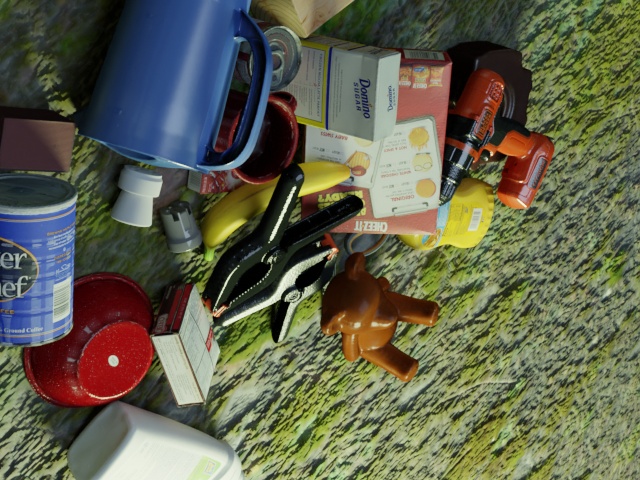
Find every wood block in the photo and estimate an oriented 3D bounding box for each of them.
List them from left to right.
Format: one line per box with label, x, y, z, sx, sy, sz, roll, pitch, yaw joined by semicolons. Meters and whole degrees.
wood block;0.015;-0.320;1.155;0.205;0.090;0.091;-42;132;-20

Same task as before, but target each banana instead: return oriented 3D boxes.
banana;-0.061;-0.046;1.205;0.198;0.037;0.069;-29;157;5

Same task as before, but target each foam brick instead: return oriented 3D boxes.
foam brick;-0.280;-0.096;1.011;0.078;0.053;0.051;0;109;-43

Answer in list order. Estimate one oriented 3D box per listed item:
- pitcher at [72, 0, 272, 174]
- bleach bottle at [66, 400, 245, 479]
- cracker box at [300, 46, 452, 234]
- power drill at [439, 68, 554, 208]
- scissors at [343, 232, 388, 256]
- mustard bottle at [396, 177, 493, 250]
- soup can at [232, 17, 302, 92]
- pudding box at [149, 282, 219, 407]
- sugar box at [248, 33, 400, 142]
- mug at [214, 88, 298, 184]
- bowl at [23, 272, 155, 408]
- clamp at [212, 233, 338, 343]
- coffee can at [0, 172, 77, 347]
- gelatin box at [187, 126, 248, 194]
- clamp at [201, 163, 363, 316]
pitcher;-0.129;-0.189;1.038;0.149;0.145;0.243;17;92;-28
bleach bottle;-0.178;0.268;1.272;0.102;0.068;0.250;-49;141;5
cracker box;0.061;-0.118;1.251;0.164;0.072;0.214;2;114;-1
power drill;0.220;-0.107;1.387;0.187;0.057;0.184;27;88;-47
scissors;0.089;-0.066;1.363;0.096;0.016;0.201;44;75;-10
mustard bottle;0.151;-0.035;1.439;0.191;0.058;0.096;-4;116;-42
soup can;-0.077;-0.200;1.116;0.068;0.102;0.068;-20;121;-36
pudding box;-0.152;0.117;1.208;0.090;0.039;0.113;-78;157;-53
sugar box;0.002;-0.171;1.147;0.048;0.176;0.093;-27;127;-49
mug;-0.076;-0.121;1.126;0.117;0.082;0.093;-44;131;-22
bowl;-0.235;0.119;1.154;0.161;0.055;0.162;-19;121;-35
clamp;-0.037;0.062;1.292;0.172;0.039;0.120;-38;148;14
coffee can;-0.287;0.017;1.022;0.102;0.103;0.140;-11;117;-40
gelatin box;-0.107;-0.099;1.188;0.073;0.030;0.089;-7;114;-41
clamp;-0.058;0.001;1.180;0.210;0.036;0.164;-42;153;6
